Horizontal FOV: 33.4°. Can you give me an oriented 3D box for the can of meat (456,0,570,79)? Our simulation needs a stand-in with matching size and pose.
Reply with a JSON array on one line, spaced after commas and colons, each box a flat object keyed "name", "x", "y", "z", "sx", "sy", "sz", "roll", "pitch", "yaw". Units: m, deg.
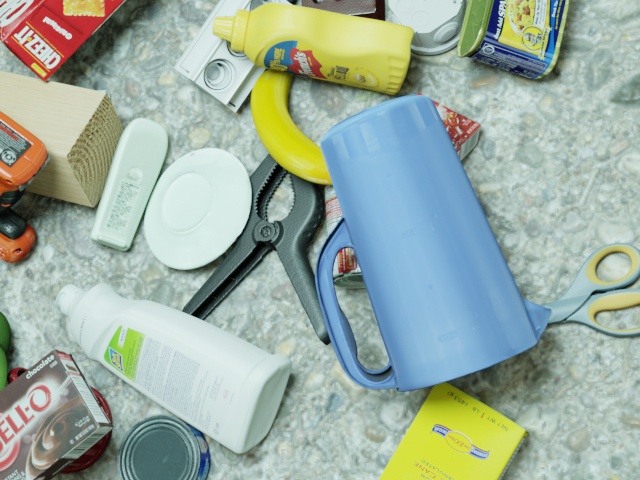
[{"name": "can of meat", "x": 0.187, "y": -0.213, "z": 1.025, "sx": 0.084, "sy": 0.057, "sz": 0.102, "roll": 16, "pitch": 80, "yaw": -12}]

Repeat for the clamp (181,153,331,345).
[{"name": "clamp", "x": -0.057, "y": 0.001, "z": 1.063, "sx": 0.165, "sy": 0.036, "sz": 0.210, "roll": -2, "pitch": 72, "yaw": 21}]

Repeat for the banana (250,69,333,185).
[{"name": "banana", "x": -0.030, "y": -0.115, "z": 1.050, "sx": 0.070, "sy": 0.037, "sz": 0.198, "roll": -29, "pitch": 48, "yaw": 11}]

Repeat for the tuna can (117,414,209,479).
[{"name": "tuna can", "x": -0.152, "y": 0.214, "z": 1.037, "sx": 0.086, "sy": 0.033, "sz": 0.086, "roll": -4, "pitch": 75, "yaw": 14}]

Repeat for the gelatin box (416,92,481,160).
[{"name": "gelatin box", "x": 0.101, "y": -0.095, "z": 1.028, "sx": 0.073, "sy": 0.030, "sz": 0.089, "roll": 30, "pitch": 54, "yaw": 20}]

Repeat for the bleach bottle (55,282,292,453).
[{"name": "bleach bottle", "x": -0.154, "y": 0.104, "z": 1.040, "sx": 0.251, "sy": 0.068, "sz": 0.103, "roll": 28, "pitch": 114, "yaw": 21}]

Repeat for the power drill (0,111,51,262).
[{"name": "power drill", "x": -0.355, "y": -0.071, "z": 1.068, "sx": 0.184, "sy": 0.188, "sz": 0.057, "roll": 35, "pitch": 57, "yaw": -7}]

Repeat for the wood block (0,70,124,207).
[{"name": "wood block", "x": -0.320, "y": -0.114, "z": 1.123, "sx": 0.206, "sy": 0.090, "sz": 0.090, "roll": 13, "pitch": 59, "yaw": 18}]

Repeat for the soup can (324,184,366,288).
[{"name": "soup can", "x": 0.040, "y": -0.010, "z": 1.023, "sx": 0.068, "sy": 0.068, "sz": 0.102, "roll": -7, "pitch": 75, "yaw": 13}]

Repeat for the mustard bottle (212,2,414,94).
[{"name": "mustard bottle", "x": -0.010, "y": -0.192, "z": 1.040, "sx": 0.191, "sy": 0.096, "sz": 0.058, "roll": 11, "pitch": 78, "yaw": -2}]

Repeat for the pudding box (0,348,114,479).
[{"name": "pudding box", "x": -0.259, "y": 0.170, "z": 0.986, "sx": 0.113, "sy": 0.039, "sz": 0.090, "roll": -37, "pitch": 70, "yaw": 3}]

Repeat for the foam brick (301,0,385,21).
[{"name": "foam brick", "x": 0.024, "y": -0.242, "z": 1.094, "sx": 0.078, "sy": 0.051, "sz": 0.053, "roll": -5, "pitch": 75, "yaw": 13}]

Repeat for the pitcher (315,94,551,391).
[{"name": "pitcher", "x": 0.079, "y": 0.006, "z": 0.934, "sx": 0.145, "sy": 0.148, "sz": 0.243, "roll": -25, "pitch": 85, "yaw": 47}]

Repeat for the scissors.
[{"name": "scissors", "x": 0.216, "y": 0.050, "z": 0.989, "sx": 0.202, "sy": 0.016, "sz": 0.096, "roll": 0, "pitch": 75, "yaw": 15}]

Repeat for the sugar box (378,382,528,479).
[{"name": "sugar box", "x": 0.103, "y": 0.223, "z": 0.960, "sx": 0.093, "sy": 0.048, "sz": 0.176, "roll": 29, "pitch": 84, "yaw": 19}]

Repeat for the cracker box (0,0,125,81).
[{"name": "cracker box", "x": -0.257, "y": -0.288, "z": 1.132, "sx": 0.213, "sy": 0.072, "sz": 0.164, "roll": -44, "pitch": 36, "yaw": 1}]
